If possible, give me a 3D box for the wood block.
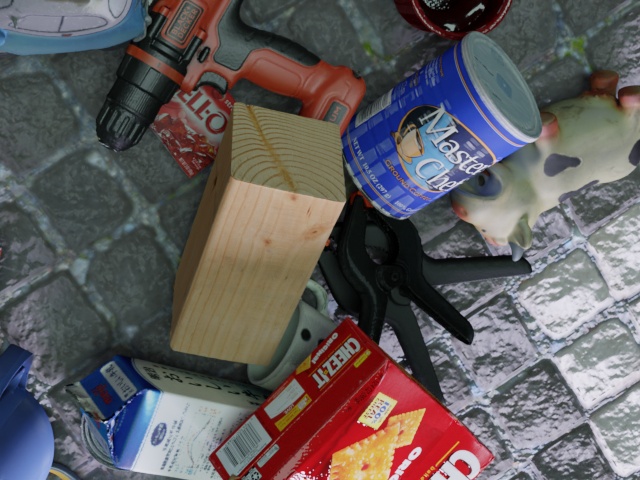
[{"bbox_3d":[-0.056,0.001,0.873,0.090,0.091,0.206,11,134,-14],"label":"wood block"}]

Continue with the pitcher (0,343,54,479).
[{"bbox_3d":[-0.289,0.182,0.835,0.145,0.243,0.149,-17,96,-4],"label":"pitcher"}]

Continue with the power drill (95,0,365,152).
[{"bbox_3d":[-0.071,-0.122,0.885,0.187,0.057,0.184,30,93,-19],"label":"power drill"}]

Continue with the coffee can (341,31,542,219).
[{"bbox_3d":[0.100,-0.095,0.901,0.141,0.102,0.102,-32,109,30],"label":"coffee can"}]

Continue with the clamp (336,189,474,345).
[{"bbox_3d":[0.071,0.035,0.947,0.120,0.039,0.171,-10,92,-24],"label":"clamp"}]

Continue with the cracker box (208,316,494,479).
[{"bbox_3d":[0.035,0.185,0.907,0.164,0.072,0.213,-45,133,0],"label":"cracker box"}]

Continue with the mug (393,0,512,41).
[{"bbox_3d":[0.109,-0.231,0.917,0.093,0.081,0.117,-3,102,-11],"label":"mug"}]

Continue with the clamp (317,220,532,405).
[{"bbox_3d":[0.074,0.053,0.990,0.209,0.036,0.164,24,95,-13],"label":"clamp"}]

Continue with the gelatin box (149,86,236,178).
[{"bbox_3d":[-0.112,-0.111,0.923,0.073,0.030,0.089,-38,106,-3],"label":"gelatin box"}]
